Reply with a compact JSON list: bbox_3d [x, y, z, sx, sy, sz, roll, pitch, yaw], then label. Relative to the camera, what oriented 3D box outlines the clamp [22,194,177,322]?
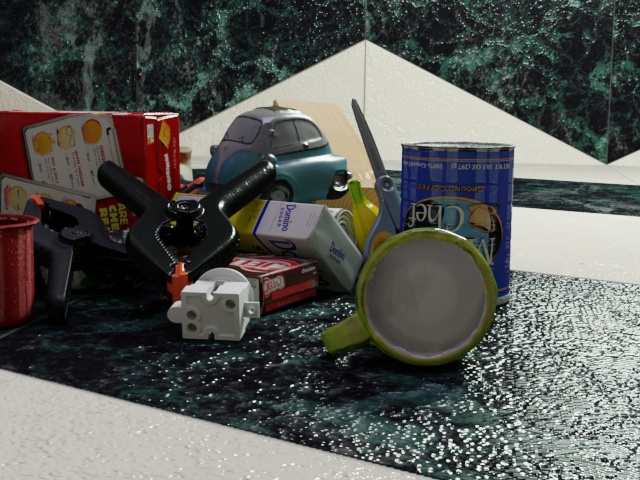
[{"bbox_3d":[-0.215,0.013,0.914,0.172,0.039,0.120,28,30,34],"label":"clamp"}]

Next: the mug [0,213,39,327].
[{"bbox_3d":[-0.271,0.022,0.858,0.093,0.081,0.117,0,8,-6],"label":"mug"}]

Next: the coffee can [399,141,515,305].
[{"bbox_3d":[0.122,-0.017,0.963,0.103,0.140,0.103,1,8,0],"label":"coffee can"}]

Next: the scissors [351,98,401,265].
[{"bbox_3d":[0.052,-0.038,1.036,0.096,0.202,0.016,-30,-6,-29],"label":"scissors"}]

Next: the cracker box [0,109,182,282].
[{"bbox_3d":[-0.245,-0.050,1.088,0.214,0.164,0.072,5,11,27],"label":"cracker box"}]

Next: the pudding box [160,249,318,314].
[{"bbox_3d":[-0.071,0.034,0.941,0.114,0.039,0.089,4,9,32],"label":"pudding box"}]

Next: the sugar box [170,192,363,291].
[{"bbox_3d":[-0.057,0.001,1.016,0.176,0.048,0.093,8,-29,34],"label":"sugar box"}]

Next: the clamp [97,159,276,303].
[{"bbox_3d":[-0.108,-0.018,0.922,0.164,0.036,0.210,-5,33,-10],"label":"clamp"}]

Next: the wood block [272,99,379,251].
[{"bbox_3d":[0.002,-0.082,1.293,0.090,0.090,0.206,2,34,-22],"label":"wood block"}]

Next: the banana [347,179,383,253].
[{"bbox_3d":[0.062,-0.007,1.129,0.037,0.069,0.197,-4,-14,10],"label":"banana"}]
